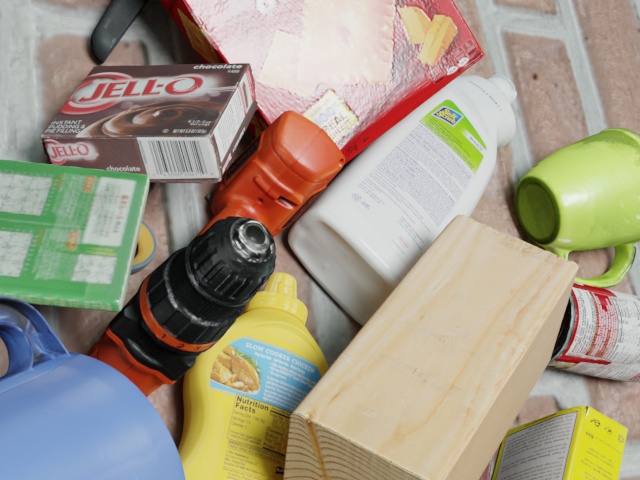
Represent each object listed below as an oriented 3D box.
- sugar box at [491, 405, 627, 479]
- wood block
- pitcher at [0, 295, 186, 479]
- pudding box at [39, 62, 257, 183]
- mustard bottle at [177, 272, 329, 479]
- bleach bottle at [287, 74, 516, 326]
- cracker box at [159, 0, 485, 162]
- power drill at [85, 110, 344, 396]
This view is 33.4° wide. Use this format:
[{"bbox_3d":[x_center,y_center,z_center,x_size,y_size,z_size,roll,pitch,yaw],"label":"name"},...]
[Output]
[{"bbox_3d":[0.142,0.200,0.697,0.048,0.093,0.176,30,57,-15],"label":"sugar box"},{"bbox_3d":[0.069,0.085,0.640,0.090,0.091,0.205,24,44,20],"label":"wood block"},{"bbox_3d":[-0.184,0.133,0.468,0.149,0.145,0.242,38,27,20],"label":"pitcher"},{"bbox_3d":[-0.105,-0.075,0.668,0.113,0.039,0.090,3,39,13],"label":"pudding box"},{"bbox_3d":[-0.041,0.106,0.658,0.096,0.058,0.191,23,59,-20],"label":"mustard bottle"},{"bbox_3d":[0.085,-0.048,0.799,0.102,0.068,0.250,47,52,-2],"label":"bleach bottle"},{"bbox_3d":[-0.010,-0.167,0.734,0.164,0.072,0.213,-37,104,-13],"label":"cracker box"},{"bbox_3d":[-0.054,0.001,0.634,0.057,0.185,0.187,43,45,-8],"label":"power drill"}]
